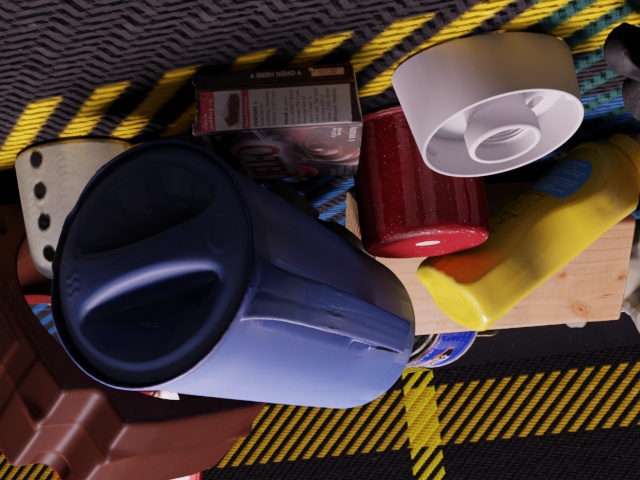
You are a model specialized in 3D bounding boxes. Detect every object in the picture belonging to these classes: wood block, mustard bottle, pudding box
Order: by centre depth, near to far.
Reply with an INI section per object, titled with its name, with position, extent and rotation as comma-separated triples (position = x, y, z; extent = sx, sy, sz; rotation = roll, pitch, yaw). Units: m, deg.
[pudding box]
position = -0.023, -0.064, 0.608
extent = 0.090, 0.039, 0.113
rotation = -5, 168, 0
[mustard bottle]
position = 0.161, -0.016, 0.742
extent = 0.191, 0.058, 0.096
rotation = -37, -170, -9
[wood block]
position = 0.129, 0.011, 0.843
extent = 0.206, 0.090, 0.091
rotation = -3, -155, -12

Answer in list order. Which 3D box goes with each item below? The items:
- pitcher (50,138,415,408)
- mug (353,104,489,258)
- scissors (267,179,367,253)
[pitcher]
position = -0.027, 0.039, 0.643
extent = 0.145, 0.149, 0.242
rotation = -37, 152, 16
[mug]
position = 0.069, -0.034, 0.692
extent = 0.093, 0.081, 0.117
rotation = -13, 166, 30
[scissors]
position = -0.021, -0.021, 0.844
extent = 0.096, 0.016, 0.202
rotation = 42, 173, -21
